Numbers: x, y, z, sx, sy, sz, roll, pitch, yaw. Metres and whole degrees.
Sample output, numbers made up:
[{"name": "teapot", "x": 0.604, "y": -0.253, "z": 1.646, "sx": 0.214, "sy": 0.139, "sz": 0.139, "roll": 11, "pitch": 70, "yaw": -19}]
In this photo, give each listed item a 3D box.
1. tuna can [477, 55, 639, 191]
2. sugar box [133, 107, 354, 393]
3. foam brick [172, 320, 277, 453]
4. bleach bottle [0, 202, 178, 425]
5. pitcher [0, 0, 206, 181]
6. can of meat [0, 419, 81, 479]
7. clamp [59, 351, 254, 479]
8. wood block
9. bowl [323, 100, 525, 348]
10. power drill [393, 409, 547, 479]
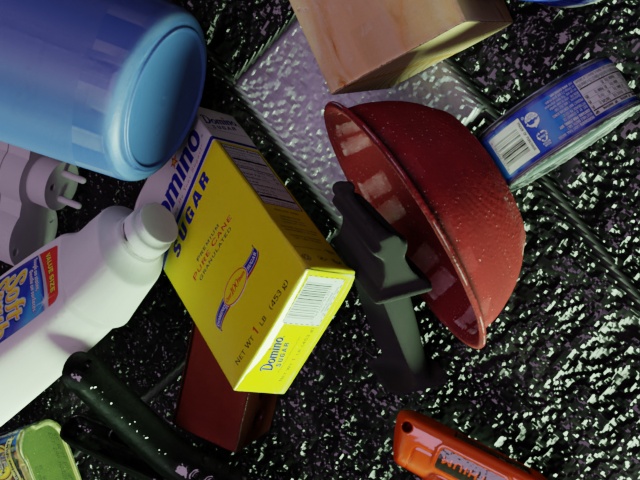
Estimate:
[{"name": "tuna can", "x": 0.129, "y": -0.063, "z": 0.580, "sx": 0.086, "sy": 0.086, "sz": 0.034, "roll": -35, "pitch": 82, "yaw": 26}, {"name": "sugar box", "x": -0.055, "y": 0.001, "z": 0.660, "sx": 0.176, "sy": 0.048, "sz": 0.093, "roll": 50, "pitch": 119, "yaw": 40}, {"name": "foam brick", "x": -0.058, "y": 0.091, "z": 0.716, "sx": 0.051, "sy": 0.052, "sz": 0.078, "roll": 20, "pitch": 108, "yaw": 22}, {"name": "bleach bottle", "x": -0.180, "y": 0.042, "z": 0.719, "sx": 0.251, "sy": 0.068, "sz": 0.102, "roll": -36, "pitch": 38, "yaw": 35}, {"name": "pitcher", "x": -0.193, "y": -0.127, "z": 0.670, "sx": 0.243, "sy": 0.149, "sz": 0.145, "roll": 21, "pitch": 151, "yaw": 16}, {"name": "can of meat", "x": -0.231, "y": 0.194, "z": 0.816, "sx": 0.084, "sy": 0.057, "sz": 0.102, "roll": -20, "pitch": 91, "yaw": 24}, {"name": "clamp", "x": -0.092, "y": 0.153, "z": 0.713, "sx": 0.210, "sy": 0.036, "sz": 0.165, "roll": 30, "pitch": 153, "yaw": 9}, {"name": "wood block", "x": 0.017, "y": -0.197, "z": 0.607, "sx": 0.090, "sy": 0.090, "sz": 0.206, "roll": -25, "pitch": 88, "yaw": 28}, {"name": "bowl", "x": 0.067, "y": -0.021, "z": 0.601, "sx": 0.055, "sy": 0.162, "sz": 0.162, "roll": -31, "pitch": 84, "yaw": -6}, {"name": "power drill", "x": 0.045, "y": 0.202, "z": 0.645, "sx": 0.184, "sy": 0.057, "sz": 0.187, "roll": 24, "pitch": 90, "yaw": 8}]
